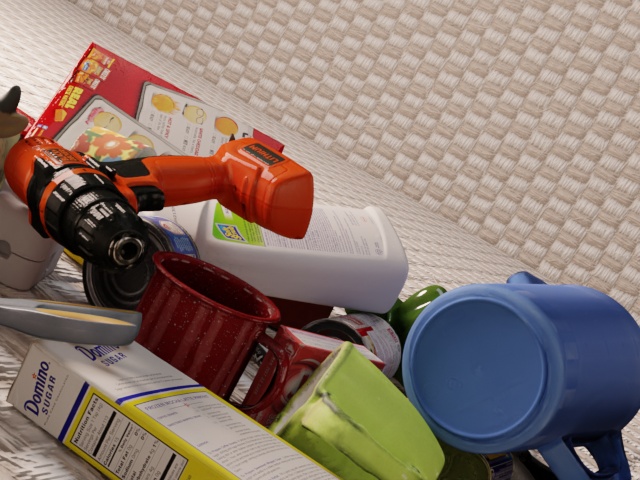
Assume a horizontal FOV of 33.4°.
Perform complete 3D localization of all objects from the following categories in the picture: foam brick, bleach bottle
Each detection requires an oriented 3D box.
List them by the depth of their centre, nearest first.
[{"bbox_3d":[-0.056,0.001,0.882,0.250,0.068,0.102,9,32,-25],"label":"bleach bottle"},{"bbox_3d":[-0.029,0.057,1.000,0.078,0.051,0.053,27,10,-1],"label":"foam brick"}]

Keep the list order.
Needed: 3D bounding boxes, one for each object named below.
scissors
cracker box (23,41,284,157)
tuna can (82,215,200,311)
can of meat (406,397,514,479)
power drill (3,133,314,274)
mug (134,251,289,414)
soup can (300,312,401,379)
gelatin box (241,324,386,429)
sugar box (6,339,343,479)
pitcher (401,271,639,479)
[{"bbox_3d":[-0.186,0.039,0.571,0.201,0.016,0.096,7,1,-30],"label":"scissors"},{"bbox_3d":[-0.161,-0.068,1.002,0.213,0.072,0.164,28,49,-8],"label":"cracker box"},{"bbox_3d":[-0.131,0.024,0.779,0.086,0.086,0.033,32,12,23],"label":"tuna can"},{"bbox_3d":[0.084,0.155,0.774,0.102,0.057,0.083,33,8,24],"label":"can of meat"},{"bbox_3d":[-0.101,-0.029,0.718,0.187,0.057,0.185,-3,23,-33],"label":"power drill"},{"bbox_3d":[-0.075,0.070,0.699,0.117,0.081,0.093,30,9,13],"label":"mug"},{"bbox_3d":[0.023,0.096,0.885,0.068,0.068,0.102,31,9,17],"label":"soup can"},{"bbox_3d":[-0.006,0.103,0.739,0.089,0.073,0.030,19,13,-44],"label":"gelatin box"},{"bbox_3d":[-0.075,0.113,0.583,0.176,0.048,0.093,27,8,22],"label":"sugar box"},{"bbox_3d":[0.155,0.100,0.767,0.149,0.145,0.242,20,4,27],"label":"pitcher"}]
